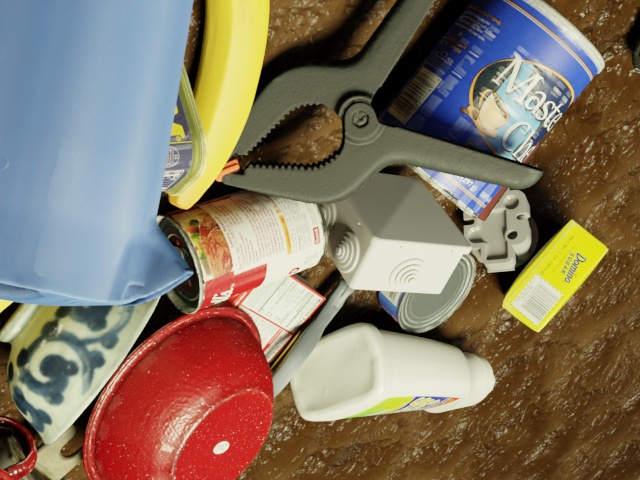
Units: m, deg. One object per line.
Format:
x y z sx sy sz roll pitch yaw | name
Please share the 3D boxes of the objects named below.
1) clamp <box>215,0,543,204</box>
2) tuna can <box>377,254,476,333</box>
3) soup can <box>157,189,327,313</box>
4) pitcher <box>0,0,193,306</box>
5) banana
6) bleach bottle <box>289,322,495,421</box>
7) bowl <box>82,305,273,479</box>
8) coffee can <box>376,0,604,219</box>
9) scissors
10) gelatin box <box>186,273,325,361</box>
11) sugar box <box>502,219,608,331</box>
0.033 -0.073 0.691 0.210 0.036 0.164 -27 98 3 | clamp
0.091 0.036 0.922 0.086 0.034 0.086 -26 139 -25 | tuna can
-0.055 0.001 0.718 0.102 0.069 0.068 -20 137 -30 | soup can
-0.126 -0.097 0.452 0.149 0.145 0.243 17 82 -45 | pitcher
-0.061 -0.109 0.628 0.069 0.037 0.198 -30 143 -37 | banana
0.088 0.122 0.958 0.103 0.068 0.250 -26 157 34 | bleach bottle
-0.085 0.128 0.748 0.161 0.055 0.162 -32 140 -32 | bowl
0.116 -0.101 0.757 0.140 0.103 0.102 -51 143 7 | coffee can
0.010 0.050 0.836 0.202 0.016 0.096 -52 -177 11 | scissors
-0.048 0.049 0.804 0.073 0.030 0.089 -49 144 3 | gelatin box
0.208 0.031 0.960 0.093 0.048 0.176 -50 169 7 | sugar box
